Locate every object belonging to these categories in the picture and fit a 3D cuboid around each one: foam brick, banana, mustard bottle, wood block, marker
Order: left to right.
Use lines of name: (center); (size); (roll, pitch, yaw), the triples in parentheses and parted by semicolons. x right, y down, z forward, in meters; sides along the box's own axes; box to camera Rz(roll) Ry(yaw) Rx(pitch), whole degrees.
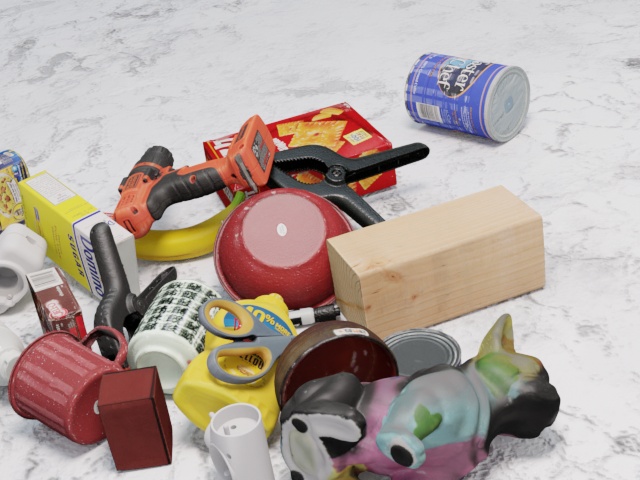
foam brick: (-0.168, 0.162, 0.974); (0.051, 0.078, 0.053); (-10, 28, -1)
banana: (-0.182, -0.007, 1.292); (0.198, 0.037, 0.069); (-10, 61, 5)
mustard bottle: (-0.068, 0.110, 1.035); (0.096, 0.058, 0.191); (30, 33, -4)
marker: (-0.039, 0.084, 1.130); (0.121, 0.020, 0.020); (-9, 30, 1)
wood block: (0.123, 0.024, 1.120); (0.206, 0.090, 0.091); (-18, 31, -14)

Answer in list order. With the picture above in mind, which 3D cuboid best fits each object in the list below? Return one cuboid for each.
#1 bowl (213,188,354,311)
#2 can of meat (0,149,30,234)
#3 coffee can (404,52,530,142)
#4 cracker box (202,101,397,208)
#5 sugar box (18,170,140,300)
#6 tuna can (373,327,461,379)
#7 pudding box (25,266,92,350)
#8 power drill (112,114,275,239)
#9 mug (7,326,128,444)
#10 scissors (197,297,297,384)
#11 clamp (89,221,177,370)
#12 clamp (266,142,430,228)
bowl: (-0.039, 0.001, 1.160); (0.162, 0.055, 0.162); (0, 63, 1)
can of meat: (-0.426, -0.060, 1.403); (0.058, 0.102, 0.083); (17, 37, 38)
coffee can: (0.201, -0.198, 1.465); (0.141, 0.103, 0.102); (18, 40, 39)
cracker box: (-0.030, -0.103, 1.395); (0.213, 0.072, 0.164); (-17, 32, -13)
sugar box: (-0.281, -0.002, 1.239); (0.048, 0.093, 0.176); (-29, 46, -32)
tuna can: (0.092, 0.121, 1.016); (0.086, 0.034, 0.086); (-7, 30, 4)
pudding box: (-0.269, 0.090, 1.113); (0.039, 0.090, 0.114); (-18, 30, -18)
power drill: (-0.148, -0.083, 1.262); (0.188, 0.057, 0.184); (-21, 29, 17)
mug: (-0.228, 0.134, 1.021); (0.082, 0.093, 0.117); (21, 63, 34)
scissors: (-0.041, 0.086, 1.016); (0.201, 0.016, 0.096); (-13, 65, -51)
clamp: (-0.195, 0.072, 1.129); (0.039, 0.120, 0.171); (-27, 55, 35)
clamp: (0.023, -0.062, 1.273); (0.210, 0.036, 0.164); (6, 53, 3)
